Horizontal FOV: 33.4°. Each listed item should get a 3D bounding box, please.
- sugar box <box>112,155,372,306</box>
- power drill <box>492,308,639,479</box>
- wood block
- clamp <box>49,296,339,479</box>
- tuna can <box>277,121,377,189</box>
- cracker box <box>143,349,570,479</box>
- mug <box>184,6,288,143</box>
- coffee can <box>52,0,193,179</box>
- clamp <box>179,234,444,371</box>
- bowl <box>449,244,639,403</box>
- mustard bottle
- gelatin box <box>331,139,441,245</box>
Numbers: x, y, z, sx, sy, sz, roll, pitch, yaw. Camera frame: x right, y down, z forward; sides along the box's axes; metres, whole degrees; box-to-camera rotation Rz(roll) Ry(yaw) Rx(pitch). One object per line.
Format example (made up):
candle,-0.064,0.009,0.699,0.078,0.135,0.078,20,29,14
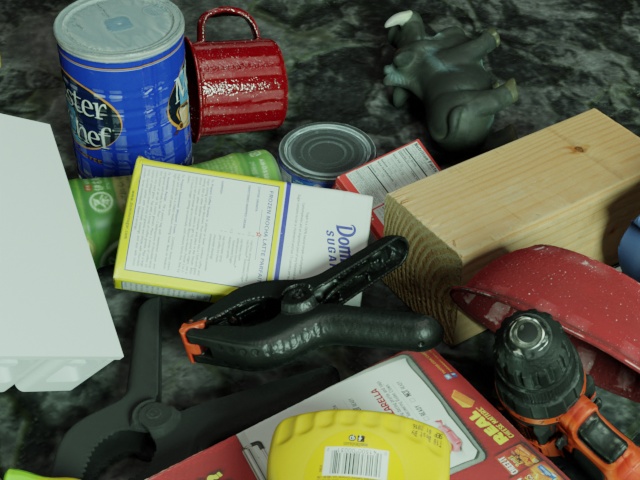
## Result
sugar box,-0.055,0.001,0.774,0.176,0.048,0.093,10,76,-9
power drill,0.176,0.125,0.601,0.057,0.184,0.188,-44,61,-4
wood block,0.156,-0.015,0.813,0.205,0.090,0.091,-23,46,-25
clamp,-0.111,0.117,0.695,0.165,0.036,0.209,24,45,31
tuna can,0.005,-0.064,0.907,0.086,0.034,0.086,1,41,-1
cracker box,0.025,0.168,0.616,0.213,0.072,0.164,-24,47,-25
mug,-0.079,-0.148,0.946,0.081,0.117,0.093,-7,8,-17
coffee can,-0.160,-0.120,0.886,0.103,0.140,0.103,1,41,-1
clamp,-0.006,0.043,0.716,0.171,0.039,0.120,-7,26,6
bowl,0.166,0.048,0.687,0.162,0.162,0.055,25,82,24
mustard bottle,0.011,0.172,0.513,0.096,0.058,0.191,4,42,6
gelatin box,0.063,-0.032,0.857,0.089,0.030,0.073,-26,72,-29
